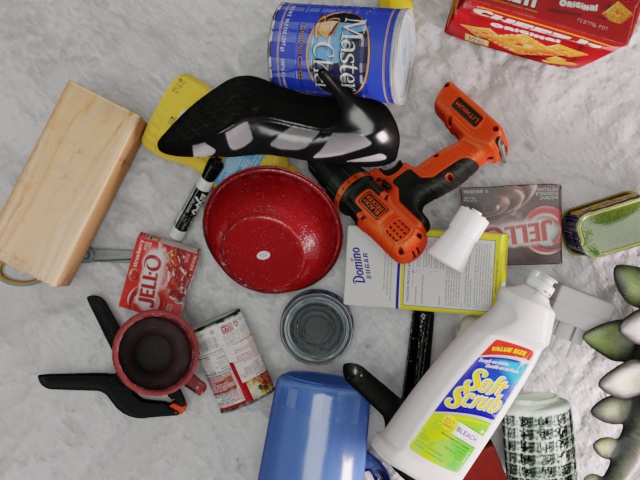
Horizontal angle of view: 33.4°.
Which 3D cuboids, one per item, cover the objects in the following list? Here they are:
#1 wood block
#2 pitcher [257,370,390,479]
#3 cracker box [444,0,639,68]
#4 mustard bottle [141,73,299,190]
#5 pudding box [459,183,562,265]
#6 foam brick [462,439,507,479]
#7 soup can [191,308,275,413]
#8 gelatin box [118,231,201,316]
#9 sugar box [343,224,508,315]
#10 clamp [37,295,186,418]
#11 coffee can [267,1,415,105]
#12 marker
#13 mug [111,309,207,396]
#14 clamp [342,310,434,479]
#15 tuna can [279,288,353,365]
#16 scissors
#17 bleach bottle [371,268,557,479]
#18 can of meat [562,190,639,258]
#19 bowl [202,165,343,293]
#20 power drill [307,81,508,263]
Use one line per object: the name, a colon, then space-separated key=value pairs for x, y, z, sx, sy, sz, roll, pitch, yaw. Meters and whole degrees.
wood block: x=-0.279 y=-0.060 z=1.183 sx=0.090 sy=0.091 sz=0.206 roll=27 pitch=87 yaw=-1
pitcher: x=-0.001 y=0.275 z=1.197 sx=0.145 sy=0.149 sz=0.243 roll=8 pitch=91 yaw=24
cracker box: x=0.223 y=-0.238 z=1.107 sx=0.164 sy=0.213 sz=0.072 roll=16 pitch=94 yaw=0
mustard bottle: x=-0.098 y=-0.101 z=1.201 sx=0.191 sy=0.058 sz=0.096 roll=31 pitch=104 yaw=-1
pudding box: x=0.215 y=-0.018 z=1.202 sx=0.113 sy=0.039 sz=0.090 roll=-2 pitch=94 yaw=12
foam brick: x=0.176 y=0.255 z=1.208 sx=0.053 sy=0.078 sz=0.051 roll=-21 pitch=91 yaw=2
soup can: x=-0.102 y=0.136 z=1.212 sx=0.068 sy=0.068 sz=0.102 roll=-23 pitch=92 yaw=3
gelatin box: x=-0.184 y=0.043 z=1.219 sx=0.073 sy=0.030 sz=0.089 roll=17 pitch=102 yaw=-5
sugar box: x=0.116 y=0.032 z=1.189 sx=0.176 sy=0.048 sz=0.093 roll=5 pitch=92 yaw=21
clamp: x=-0.236 y=0.159 z=1.232 sx=0.171 sy=0.039 sz=0.120 roll=41 pitch=95 yaw=-1
coffee can: x=0.025 y=-0.203 z=1.156 sx=0.140 sy=0.102 sz=0.103 roll=6 pitch=94 yaw=15
marker: x=-0.139 y=-0.047 z=1.197 sx=0.020 sy=0.020 sz=0.121 roll=33 pitch=125 yaw=-1
mug: x=-0.175 y=0.133 z=1.182 sx=0.117 sy=0.082 sz=0.093 roll=35 pitch=76 yaw=-6
clamp: x=0.092 y=0.192 z=1.189 sx=0.036 sy=0.164 sz=0.210 roll=-1 pitch=104 yaw=40
tuna can: x=-0.004 y=0.100 z=1.224 sx=0.086 sy=0.034 sz=0.086 roll=0 pitch=94 yaw=1
scissors: x=-0.283 y=-0.001 z=1.235 sx=0.202 sy=0.016 sz=0.096 roll=-14 pitch=93 yaw=2
bleach bottle: x=0.162 y=0.138 z=1.120 sx=0.102 sy=0.068 sz=0.251 roll=32 pitch=92 yaw=-17
can of meat: x=0.324 y=-0.017 z=1.184 sx=0.102 sy=0.084 sz=0.057 roll=-18 pitch=93 yaw=2
bowl: x=-0.058 y=0.001 z=1.178 sx=0.162 sy=0.055 sz=0.162 roll=4 pitch=119 yaw=8
power drill: x=0.098 y=-0.087 z=1.180 sx=0.187 sy=0.057 sz=0.185 roll=-41 pitch=62 yaw=-3
